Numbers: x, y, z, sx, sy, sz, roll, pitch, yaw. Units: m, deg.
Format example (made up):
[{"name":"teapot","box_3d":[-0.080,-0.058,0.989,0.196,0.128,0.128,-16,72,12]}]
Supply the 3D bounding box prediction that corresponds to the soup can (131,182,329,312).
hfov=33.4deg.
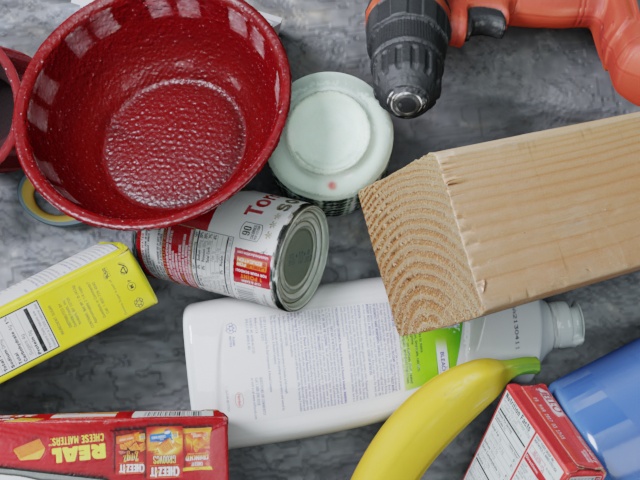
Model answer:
[{"name":"soup can","box_3d":[-0.054,0.001,0.650,0.102,0.068,0.068,13,85,25]}]

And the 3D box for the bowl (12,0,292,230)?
[{"name":"bowl","box_3d":[-0.092,-0.069,0.621,0.162,0.055,0.162,-3,66,8]}]

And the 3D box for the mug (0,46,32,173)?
[{"name":"mug","box_3d":[-0.215,-0.070,0.666,0.093,0.081,0.117,9,96,7]}]

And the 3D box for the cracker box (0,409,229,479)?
[{"name":"cracker box","box_3d":[-0.131,0.203,0.589,0.164,0.072,0.214,-1,84,-7]}]

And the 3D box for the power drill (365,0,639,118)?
[{"name":"power drill","box_3d":[0.120,-0.132,0.659,0.187,0.057,0.184,9,48,-4]}]

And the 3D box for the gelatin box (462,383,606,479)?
[{"name":"gelatin box","box_3d":[0.122,0.140,0.625,0.030,0.073,0.089,5,122,-25]}]

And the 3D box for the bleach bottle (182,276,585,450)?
[{"name":"bleach bottle","box_3d":[0.043,0.074,0.680,0.250,0.068,0.102,-6,89,-3]}]

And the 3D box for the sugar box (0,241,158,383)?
[{"name":"sugar box","box_3d":[-0.192,0.058,0.640,0.176,0.093,0.048,-30,101,-19]}]

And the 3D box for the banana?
[{"name":"banana","box_3d":[0.056,0.141,0.653,0.069,0.037,0.198,30,105,-23]}]

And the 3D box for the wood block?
[{"name":"wood block","box_3d":[0.140,-0.015,0.629,0.205,0.090,0.091,-13,84,-28]}]
